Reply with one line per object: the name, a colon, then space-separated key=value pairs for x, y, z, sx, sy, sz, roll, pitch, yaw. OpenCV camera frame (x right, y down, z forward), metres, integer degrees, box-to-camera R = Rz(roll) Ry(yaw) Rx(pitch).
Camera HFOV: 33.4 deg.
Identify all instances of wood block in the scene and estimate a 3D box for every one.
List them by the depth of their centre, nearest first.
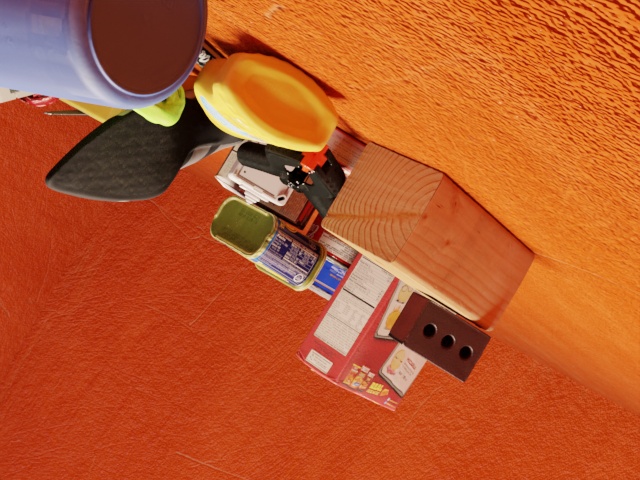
wood block: x=0.105 y=0.002 z=0.993 sx=0.091 sy=0.090 sz=0.205 roll=29 pitch=178 yaw=39

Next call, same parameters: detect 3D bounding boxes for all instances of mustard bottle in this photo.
mustard bottle: x=-0.056 y=-0.114 z=0.886 sx=0.096 sy=0.058 sz=0.192 roll=29 pitch=178 yaw=-18

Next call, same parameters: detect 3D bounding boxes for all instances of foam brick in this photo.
foam brick: x=0.115 y=0.093 z=1.033 sx=0.078 sy=0.053 sz=0.051 roll=31 pitch=178 yaw=-15

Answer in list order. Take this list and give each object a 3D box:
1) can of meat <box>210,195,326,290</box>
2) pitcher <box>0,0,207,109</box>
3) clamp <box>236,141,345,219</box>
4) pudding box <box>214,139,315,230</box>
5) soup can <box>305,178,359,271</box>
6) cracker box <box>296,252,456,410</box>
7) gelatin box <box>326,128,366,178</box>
can of meat: x=-0.057 y=0.001 z=1.129 sx=0.083 sy=0.057 sz=0.102 roll=34 pitch=175 yaw=-42
pitcher: x=-0.192 y=-0.165 z=0.676 sx=0.243 sy=0.145 sz=0.149 roll=17 pitch=174 yaw=36
clamp: x=-0.011 y=-0.059 z=0.988 sx=0.120 sy=0.039 sz=0.172 roll=29 pitch=174 yaw=-14
pudding box: x=-0.045 y=-0.076 z=1.155 sx=0.113 sy=0.090 sz=0.039 roll=30 pitch=176 yaw=17
soup can: x=0.032 y=-0.023 z=1.175 sx=0.068 sy=0.102 sz=0.068 roll=30 pitch=178 yaw=1
cracker box: x=0.083 y=0.070 z=1.186 sx=0.072 sy=0.213 sz=0.164 roll=30 pitch=178 yaw=33
gelatin box: x=0.003 y=-0.090 z=1.003 sx=0.089 sy=0.030 sz=0.073 roll=30 pitch=177 yaw=-6
